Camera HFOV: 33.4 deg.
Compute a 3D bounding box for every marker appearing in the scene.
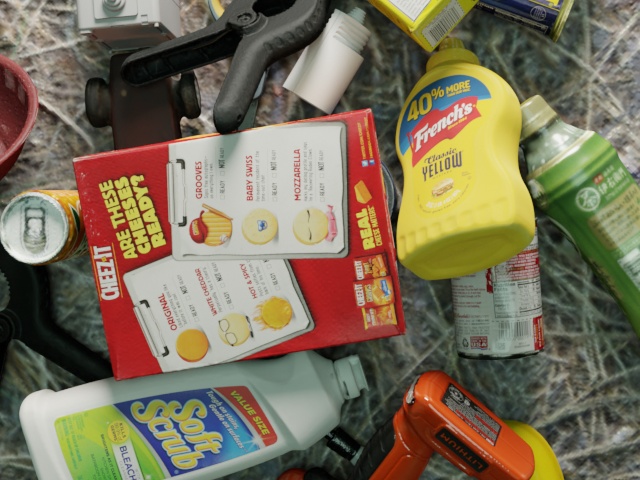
[{"bbox_3d":[0.053,0.188,0.845,0.121,0.020,0.020,37,95,2],"label":"marker"}]

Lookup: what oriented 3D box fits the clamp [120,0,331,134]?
[{"bbox_3d":[-0.049,-0.141,0.777,0.171,0.039,0.120,-37,55,-15],"label":"clamp"}]

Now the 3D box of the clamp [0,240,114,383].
[{"bbox_3d":[-0.259,0.079,0.859,0.164,0.036,0.210,-29,90,6],"label":"clamp"}]

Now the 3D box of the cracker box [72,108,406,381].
[{"bbox_3d":[-0.055,0.001,0.779,0.213,0.072,0.164,-9,96,3],"label":"cracker box"}]

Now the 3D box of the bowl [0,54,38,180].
[{"bbox_3d":[-0.293,-0.077,0.822,0.162,0.055,0.162,-1,50,1],"label":"bowl"}]

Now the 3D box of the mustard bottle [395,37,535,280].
[{"bbox_3d":[0.101,-0.071,0.778,0.096,0.058,0.191,-23,51,33],"label":"mustard bottle"}]

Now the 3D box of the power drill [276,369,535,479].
[{"bbox_3d":[0.072,0.204,0.801,0.184,0.057,0.188,41,113,1],"label":"power drill"}]

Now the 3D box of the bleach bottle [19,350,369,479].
[{"bbox_3d":[-0.089,0.128,0.804,0.251,0.068,0.102,-18,93,3],"label":"bleach bottle"}]

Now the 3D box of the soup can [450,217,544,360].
[{"bbox_3d":[0.133,0.035,0.807,0.068,0.068,0.102,-4,93,5],"label":"soup can"}]

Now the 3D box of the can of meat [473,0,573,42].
[{"bbox_3d":[0.157,-0.212,0.800,0.084,0.057,0.102,22,94,6],"label":"can of meat"}]
